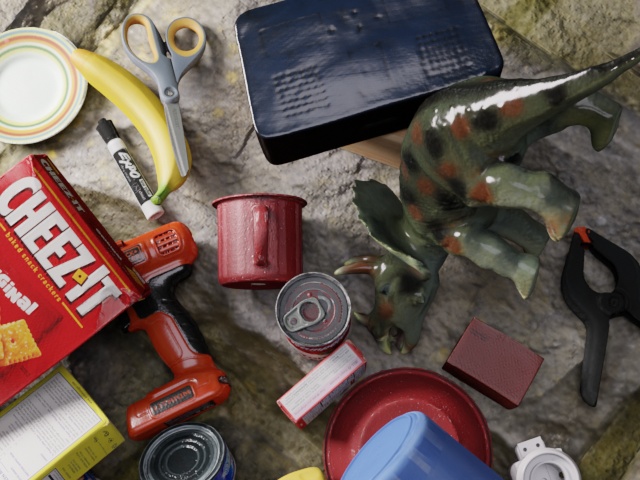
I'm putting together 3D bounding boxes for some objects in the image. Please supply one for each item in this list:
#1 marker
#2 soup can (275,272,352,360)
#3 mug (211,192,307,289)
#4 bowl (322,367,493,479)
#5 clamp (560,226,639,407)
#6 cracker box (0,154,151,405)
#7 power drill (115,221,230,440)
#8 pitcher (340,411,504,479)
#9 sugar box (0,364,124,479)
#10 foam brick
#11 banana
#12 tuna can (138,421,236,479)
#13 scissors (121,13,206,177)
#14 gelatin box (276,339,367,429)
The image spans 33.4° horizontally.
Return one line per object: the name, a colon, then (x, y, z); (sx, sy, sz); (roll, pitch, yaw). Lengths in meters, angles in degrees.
marker: (-0.196, -0.074, 1.090); (0.020, 0.020, 0.121); (-30, 76, -5)
soup can: (-0.004, 0.073, 0.999); (0.068, 0.102, 0.068); (-1, 76, 3)
mug: (-0.057, 0.001, 1.016); (0.093, 0.117, 0.081); (0, 80, -7)
bowl: (0.081, 0.195, 0.988); (0.162, 0.055, 0.162); (-1, 76, 3)
clamp: (0.290, 0.065, 1.018); (0.120, 0.039, 0.171); (-11, 75, -1)
cracker box: (-0.289, 0.049, 0.963); (0.213, 0.072, 0.164); (-37, 95, 1)
power drill: (-0.182, 0.092, 1.027); (0.184, 0.057, 0.188); (-25, 76, -2)
pitcher: (0.125, 0.266, 0.901); (0.243, 0.145, 0.149); (43, 79, -6)
sugar box: (-0.274, 0.201, 0.960); (0.176, 0.048, 0.093); (-40, 51, -16)
foam brick: (0.162, 0.116, 1.005); (0.078, 0.051, 0.053); (32, 79, 10)
banana: (-0.182, -0.122, 1.081); (0.037, 0.069, 0.198); (-47, 67, 33)
tuna can: (-0.123, 0.210, 0.985); (0.086, 0.034, 0.086); (-10, 42, 9)
scissors: (-0.138, -0.158, 1.087); (0.096, 0.016, 0.202); (-21, 67, -21)
gelatin box: (0.003, 0.135, 0.998); (0.089, 0.073, 0.030); (-41, 78, -7)
